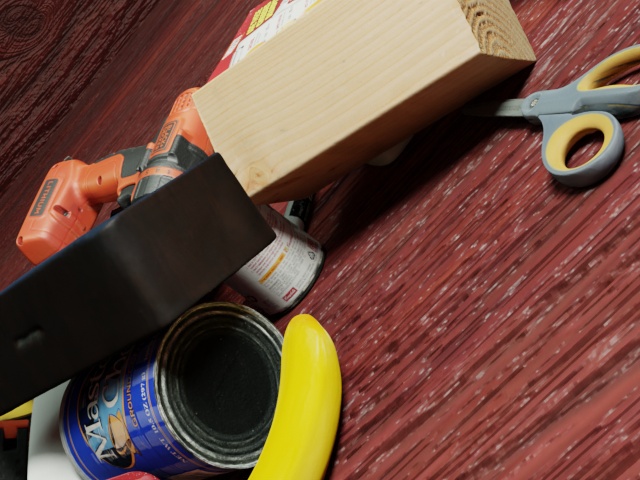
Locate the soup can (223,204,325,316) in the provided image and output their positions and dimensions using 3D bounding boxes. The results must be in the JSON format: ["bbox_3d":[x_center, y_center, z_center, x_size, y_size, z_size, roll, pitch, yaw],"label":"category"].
[{"bbox_3d":[-0.055,0.001,0.778,0.069,0.102,0.068,-44,22,23],"label":"soup can"}]

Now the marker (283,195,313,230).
[{"bbox_3d":[-0.013,-0.043,0.881,0.020,0.020,0.121,-36,26,38],"label":"marker"}]

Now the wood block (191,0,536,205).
[{"bbox_3d":[0.026,-0.110,0.722,0.206,0.091,0.090,-30,-11,32],"label":"wood block"}]

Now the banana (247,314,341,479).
[{"bbox_3d":[-0.024,0.116,0.594,0.070,0.037,0.197,1,47,32],"label":"banana"}]

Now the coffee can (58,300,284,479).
[{"bbox_3d":[-0.093,0.106,0.688,0.141,0.102,0.102,-27,32,49],"label":"coffee can"}]

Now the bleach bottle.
[{"bbox_3d":[-0.175,0.166,0.769,0.068,0.102,0.251,-24,24,4],"label":"bleach bottle"}]

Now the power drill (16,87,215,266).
[{"bbox_3d":[-0.165,-0.029,0.877,0.188,0.057,0.184,-17,40,35],"label":"power drill"}]

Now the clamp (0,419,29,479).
[{"bbox_3d":[-0.239,0.218,0.823,0.120,0.039,0.171,-172,84,-67],"label":"clamp"}]

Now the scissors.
[{"bbox_3d":[0.125,-0.063,0.618,0.202,0.016,0.096,-14,43,60],"label":"scissors"}]
